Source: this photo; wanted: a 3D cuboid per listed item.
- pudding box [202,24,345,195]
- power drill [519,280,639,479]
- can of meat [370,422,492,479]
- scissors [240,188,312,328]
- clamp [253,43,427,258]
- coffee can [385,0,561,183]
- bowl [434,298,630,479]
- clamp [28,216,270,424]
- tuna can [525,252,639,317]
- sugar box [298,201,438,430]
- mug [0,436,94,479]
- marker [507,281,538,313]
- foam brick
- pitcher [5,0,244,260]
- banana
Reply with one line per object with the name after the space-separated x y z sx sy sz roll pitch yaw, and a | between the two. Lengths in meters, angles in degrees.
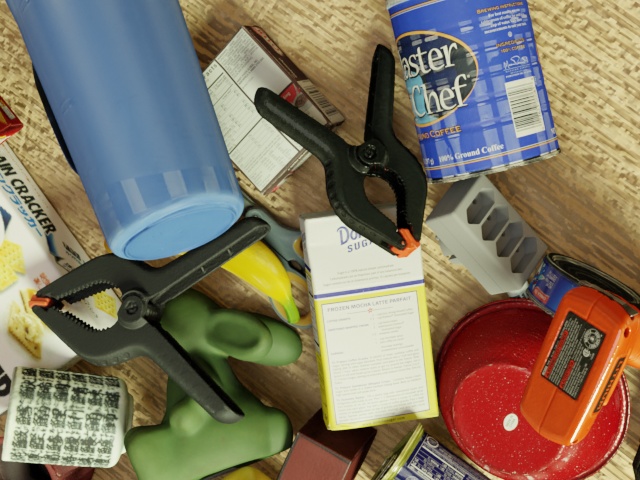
-0.051 -0.108 0.883 0.090 0.039 0.113 -44 83 21 | pudding box
0.230 0.104 0.764 0.057 0.187 0.184 33 111 48 | power drill
0.088 0.206 0.868 0.084 0.057 0.102 35 147 5 | can of meat
-0.056 0.001 0.916 0.202 0.016 0.096 30 107 11 | scissors
0.022 -0.065 0.825 0.120 0.039 0.171 -15 75 -9 | clamp
0.113 -0.122 0.793 0.103 0.102 0.140 -12 96 19 | coffee can
0.155 0.130 0.835 0.162 0.055 0.162 9 109 26 | bowl
-0.141 0.067 0.865 0.210 0.036 0.164 -4 73 18 | clamp
0.201 0.043 0.805 0.086 0.086 0.034 28 105 11 | tuna can
0.039 0.060 0.867 0.093 0.048 0.176 -7 96 -7 | sugar box
-0.251 0.207 0.980 0.117 0.081 0.093 -26 91 20 | mug
0.179 0.082 0.854 0.020 0.020 0.121 -25 92 20 | marker
0.006 0.181 0.897 0.053 0.078 0.051 27 107 14 | foam brick
-0.154 -0.107 0.839 0.145 0.149 0.243 -21 75 -1 | pitcher
-0.103 0.010 0.911 0.198 0.037 0.070 21 110 21 | banana
